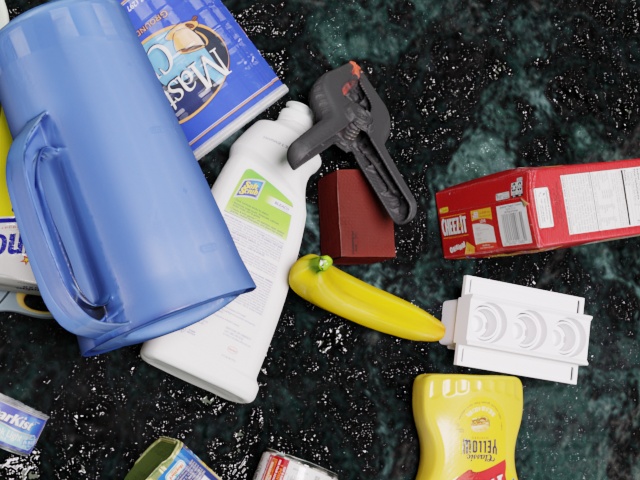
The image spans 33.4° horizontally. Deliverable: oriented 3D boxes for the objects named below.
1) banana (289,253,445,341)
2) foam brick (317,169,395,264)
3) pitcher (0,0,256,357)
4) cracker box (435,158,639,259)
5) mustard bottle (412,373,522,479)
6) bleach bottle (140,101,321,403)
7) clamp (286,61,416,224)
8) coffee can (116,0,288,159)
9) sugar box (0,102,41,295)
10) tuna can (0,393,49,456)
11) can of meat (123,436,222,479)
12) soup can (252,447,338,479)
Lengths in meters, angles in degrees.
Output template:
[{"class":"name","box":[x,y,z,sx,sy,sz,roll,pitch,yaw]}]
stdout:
[{"class":"banana","box":[0.031,0.050,0.901,0.197,0.070,0.037,28,83,-49]},{"class":"foam brick","box":[0.031,-0.020,0.930,0.053,0.051,0.078,1,83,-19]},{"class":"pitcher","box":[-0.154,-0.046,0.761,0.144,0.149,0.243,-21,85,-16]},{"class":"cracker box","box":[0.234,-0.033,0.946,0.213,0.164,0.072,-8,88,-21]},{"class":"mustard bottle","box":[0.128,0.214,0.934,0.096,0.058,0.191,4,83,-19]},{"class":"bleach bottle","box":[-0.056,0.001,0.891,0.102,0.068,0.250,27,73,-15]},{"class":"clamp","box":[0.033,-0.086,0.899,0.120,0.039,0.171,37,37,-20]},{"class":"coffee can","box":[-0.108,-0.147,0.867,0.102,0.103,0.140,-40,97,-20]},{"class":"sugar box","box":[-0.213,-0.046,0.835,0.093,0.048,0.176,9,71,-21]},{"class":"tuna can","box":[-0.248,0.128,0.792,0.086,0.086,0.033,28,77,-15]},{"class":"can of meat","box":[-0.104,0.200,0.828,0.084,0.102,0.057,45,71,-8]},{"class":"soup can","box":[-0.033,0.228,0.868,0.068,0.069,0.102,25,75,-16]}]
